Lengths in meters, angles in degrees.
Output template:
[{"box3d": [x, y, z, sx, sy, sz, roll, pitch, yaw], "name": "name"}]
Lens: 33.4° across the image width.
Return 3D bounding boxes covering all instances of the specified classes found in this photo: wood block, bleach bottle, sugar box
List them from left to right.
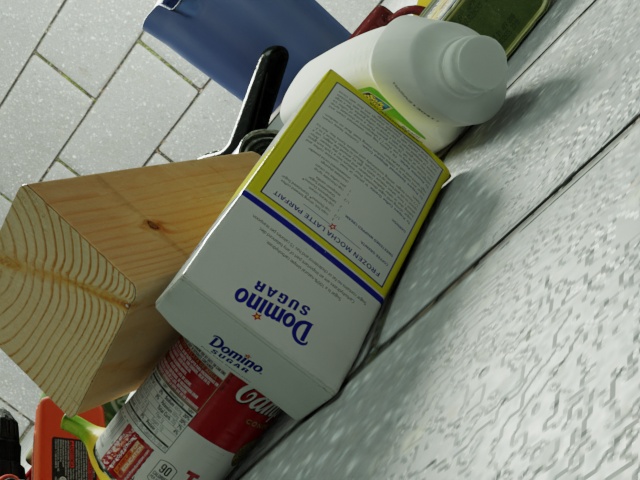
[{"box3d": [-0.086, 0.015, 0.623, 0.205, 0.091, 0.090, -16, -39, -58], "name": "wood block"}, {"box3d": [-0.003, -0.003, 0.554, 0.048, 0.093, 0.176, -43, 11, 50], "name": "sugar box"}, {"box3d": [0.053, -0.089, 0.674, 0.068, 0.102, 0.251, -60, 15, -9], "name": "bleach bottle"}]

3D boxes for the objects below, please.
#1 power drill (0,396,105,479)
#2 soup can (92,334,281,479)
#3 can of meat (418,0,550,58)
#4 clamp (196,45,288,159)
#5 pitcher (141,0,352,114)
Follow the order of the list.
[{"box3d": [-0.229, 0.191, 0.834, 0.188, 0.057, 0.184, -43, 48, 42], "name": "power drill"}, {"box3d": [-0.064, 0.090, 0.565, 0.102, 0.068, 0.068, -51, 8, 4], "name": "soup can"}, {"box3d": [0.104, -0.147, 0.737, 0.102, 0.057, 0.084, -52, 10, 0], "name": "can of meat"}, {"box3d": [-0.072, -0.060, 0.936, 0.210, 0.164, 0.036, -30, -24, 37], "name": "clamp"}, {"box3d": [-0.039, -0.187, 1.040, 0.149, 0.242, 0.145, -54, 8, -23], "name": "pitcher"}]
